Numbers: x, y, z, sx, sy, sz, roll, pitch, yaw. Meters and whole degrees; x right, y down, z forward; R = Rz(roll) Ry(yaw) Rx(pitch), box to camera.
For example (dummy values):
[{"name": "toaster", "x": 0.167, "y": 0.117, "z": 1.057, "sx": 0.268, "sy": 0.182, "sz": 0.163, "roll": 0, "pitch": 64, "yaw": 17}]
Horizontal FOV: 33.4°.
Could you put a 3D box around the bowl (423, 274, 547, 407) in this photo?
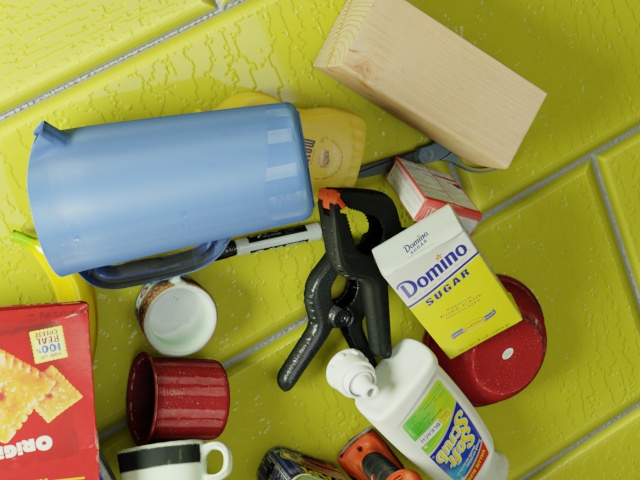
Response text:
[{"name": "bowl", "x": 0.199, "y": 0.122, "z": 1.210, "sx": 0.161, "sy": 0.055, "sz": 0.162, "roll": -5, "pitch": 105, "yaw": -21}]

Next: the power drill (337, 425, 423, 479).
[{"name": "power drill", "x": 0.102, "y": 0.288, "z": 1.141, "sx": 0.057, "sy": 0.188, "sz": 0.184, "roll": -40, "pitch": 113, "yaw": -10}]

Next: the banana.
[{"name": "banana", "x": -0.249, "y": 0.079, "z": 1.034, "sx": 0.069, "sy": 0.037, "sz": 0.198, "roll": -5, "pitch": 105, "yaw": 0}]

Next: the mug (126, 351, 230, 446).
[{"name": "mug", "x": -0.145, "y": 0.168, "z": 1.073, "sx": 0.081, "sy": 0.093, "sz": 0.117, "roll": 5, "pitch": 129, "yaw": -28}]

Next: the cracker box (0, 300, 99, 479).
[{"name": "cracker box", "x": -0.280, "y": 0.165, "z": 0.935, "sx": 0.164, "sy": 0.072, "sz": 0.214, "roll": -3, "pitch": 89, "yaw": -14}]

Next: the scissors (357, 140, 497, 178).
[{"name": "scissors", "x": 0.119, "y": -0.111, "z": 1.140, "sx": 0.201, "sy": 0.016, "sz": 0.096, "roll": -1, "pitch": 102, "yaw": -21}]

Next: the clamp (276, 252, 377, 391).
[{"name": "clamp", "x": 0.025, "y": 0.084, "z": 1.141, "sx": 0.120, "sy": 0.039, "sz": 0.171, "roll": 8, "pitch": 103, "yaw": -35}]

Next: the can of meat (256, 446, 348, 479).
[{"name": "can of meat", "x": -0.010, "y": 0.269, "z": 1.148, "sx": 0.102, "sy": 0.084, "sz": 0.057, "roll": 25, "pitch": 93, "yaw": -25}]

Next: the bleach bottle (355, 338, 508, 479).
[{"name": "bleach bottle", "x": 0.147, "y": 0.219, "z": 1.199, "sx": 0.102, "sy": 0.068, "sz": 0.250, "roll": -50, "pitch": 125, "yaw": -7}]

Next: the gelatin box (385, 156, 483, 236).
[{"name": "gelatin box", "x": 0.116, "y": -0.045, "z": 1.102, "sx": 0.073, "sy": 0.089, "sz": 0.030, "roll": 15, "pitch": 117, "yaw": -29}]

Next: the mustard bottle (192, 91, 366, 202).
[{"name": "mustard bottle", "x": -0.054, "y": -0.096, "z": 1.052, "sx": 0.191, "sy": 0.058, "sz": 0.096, "roll": 9, "pitch": 105, "yaw": -23}]

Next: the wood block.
[{"name": "wood block", "x": 0.109, "y": -0.161, "z": 1.072, "sx": 0.206, "sy": 0.090, "sz": 0.091, "roll": 28, "pitch": 89, "yaw": -20}]

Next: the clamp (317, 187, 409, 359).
[{"name": "clamp", "x": 0.066, "y": 0.005, "z": 1.103, "sx": 0.164, "sy": 0.036, "sz": 0.210, "roll": -51, "pitch": 132, "yaw": -18}]

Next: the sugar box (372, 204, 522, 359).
[{"name": "sugar box", "x": 0.133, "y": 0.047, "z": 1.098, "sx": 0.093, "sy": 0.048, "sz": 0.176, "roll": -31, "pitch": 137, "yaw": 10}]

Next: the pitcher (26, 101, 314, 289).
[{"name": "pitcher", "x": -0.130, "y": -0.044, "z": 0.963, "sx": 0.243, "sy": 0.149, "sz": 0.145, "roll": -10, "pitch": 83, "yaw": 0}]

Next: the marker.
[{"name": "marker", "x": -0.057, "y": 0.001, "z": 1.097, "sx": 0.121, "sy": 0.020, "sz": 0.020, "roll": -12, "pitch": 107, "yaw": -19}]
